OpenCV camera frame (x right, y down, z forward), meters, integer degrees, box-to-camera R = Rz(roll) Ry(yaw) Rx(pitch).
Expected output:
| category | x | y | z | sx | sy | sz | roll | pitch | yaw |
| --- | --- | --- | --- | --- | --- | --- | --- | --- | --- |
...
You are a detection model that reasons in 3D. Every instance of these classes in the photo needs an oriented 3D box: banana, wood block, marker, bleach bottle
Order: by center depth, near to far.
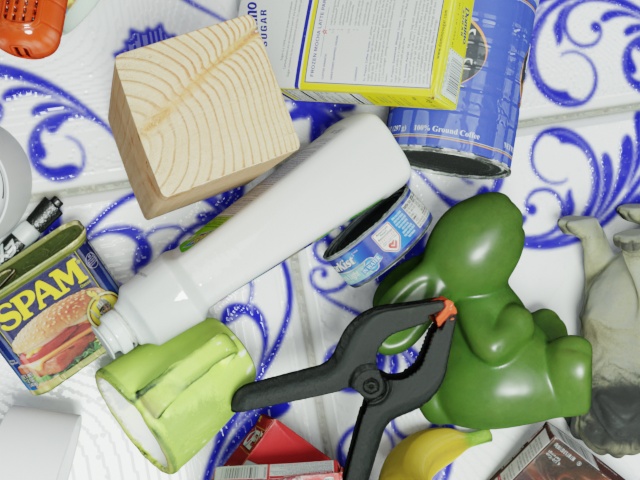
| category | x | y | z | sx | sy | sz | roll | pitch | yaw |
| --- | --- | --- | --- | --- | --- | --- | --- | --- | --- |
| wood block | -0.089 | -0.076 | 0.731 | 0.090 | 0.206 | 0.090 | -20 | 91 | -12 |
| bleach bottle | -0.055 | 0.001 | 0.775 | 0.250 | 0.103 | 0.068 | -36 | 96 | -18 |
| banana | 0.075 | 0.171 | 0.785 | 0.070 | 0.197 | 0.037 | -21 | 93 | 21 |
| marker | -0.235 | 0.014 | 0.790 | 0.020 | 0.020 | 0.121 | 43 | 80 | -7 |

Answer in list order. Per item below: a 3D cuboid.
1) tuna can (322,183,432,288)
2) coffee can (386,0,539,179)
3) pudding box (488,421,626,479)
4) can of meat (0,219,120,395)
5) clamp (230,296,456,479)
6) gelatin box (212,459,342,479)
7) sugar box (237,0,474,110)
| category | x | y | z | sx | sy | sz | roll | pitch | yaw |
| --- | --- | --- | --- | --- | --- | --- | --- | --- | --- |
| tuna can | 0.044 | -0.003 | 0.818 | 0.086 | 0.086 | 0.033 | -44 | 98 | -11 |
| coffee can | 0.108 | -0.127 | 0.829 | 0.102 | 0.103 | 0.140 | 11 | 85 | -12 |
| pudding box | 0.195 | 0.211 | 0.849 | 0.113 | 0.039 | 0.090 | 39 | 104 | -6 |
| can of meat | -0.193 | 0.049 | 0.770 | 0.102 | 0.057 | 0.084 | -35 | 113 | -11 |
| clamp | 0.036 | 0.111 | 0.757 | 0.171 | 0.039 | 0.120 | -35 | 102 | 2 |
| gelatin box | -0.027 | 0.192 | 0.733 | 0.089 | 0.030 | 0.073 | -3 | 99 | 0 |
| sugar box | 0.020 | -0.150 | 0.793 | 0.176 | 0.048 | 0.093 | 8 | 85 | 30 |
